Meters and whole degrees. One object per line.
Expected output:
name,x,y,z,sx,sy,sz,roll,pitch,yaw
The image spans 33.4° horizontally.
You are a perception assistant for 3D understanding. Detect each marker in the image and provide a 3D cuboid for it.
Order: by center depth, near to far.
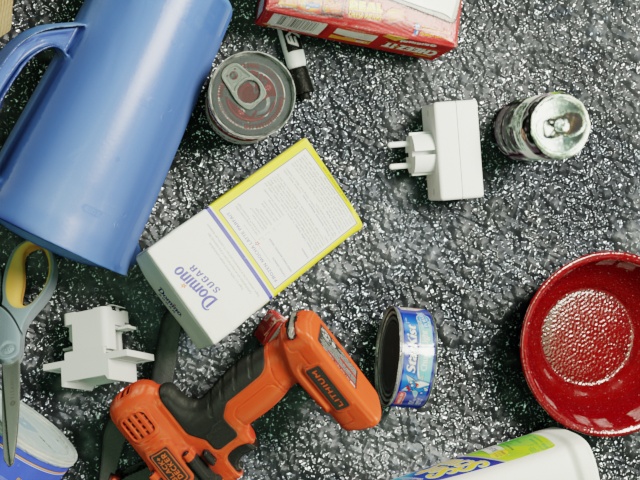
marker,-0.028,-0.180,0.915,0.020,0.020,0.121,-15,94,-7

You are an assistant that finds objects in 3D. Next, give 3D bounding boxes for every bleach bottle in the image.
bleach bottle,0.102,0.223,0.906,0.250,0.103,0.068,-13,91,-8

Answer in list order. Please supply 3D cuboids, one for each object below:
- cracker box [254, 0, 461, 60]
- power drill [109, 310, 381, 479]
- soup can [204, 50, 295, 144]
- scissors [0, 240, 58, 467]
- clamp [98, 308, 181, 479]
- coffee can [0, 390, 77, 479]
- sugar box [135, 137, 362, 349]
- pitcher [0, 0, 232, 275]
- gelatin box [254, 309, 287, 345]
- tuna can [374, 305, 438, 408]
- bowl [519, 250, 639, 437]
cracker box,0.041,-0.271,0.887,0.164,0.072,0.214,8,86,-13
power drill,-0.048,0.156,0.851,0.188,0.057,0.184,-33,106,12
soup can,-0.060,-0.114,0.872,0.068,0.102,0.068,0,92,-8
scissors,-0.261,0.082,0.842,0.096,0.016,0.201,1,54,9
clamp,-0.119,0.152,0.906,0.120,0.039,0.171,33,94,-3
coffee can,-0.278,0.201,0.854,0.102,0.103,0.140,37,87,-8
sugar box,-0.056,0.001,0.876,0.176,0.048,0.093,-37,96,-26
pitcher,-0.173,-0.107,0.841,0.145,0.149,0.243,24,85,4
gelatin box,-0.011,0.096,0.901,0.089,0.073,0.030,36,87,-7
tuna can,0.072,0.099,0.906,0.033,0.086,0.086,6,91,-10
bowl,0.246,0.089,0.945,0.162,0.055,0.162,0,92,-8
